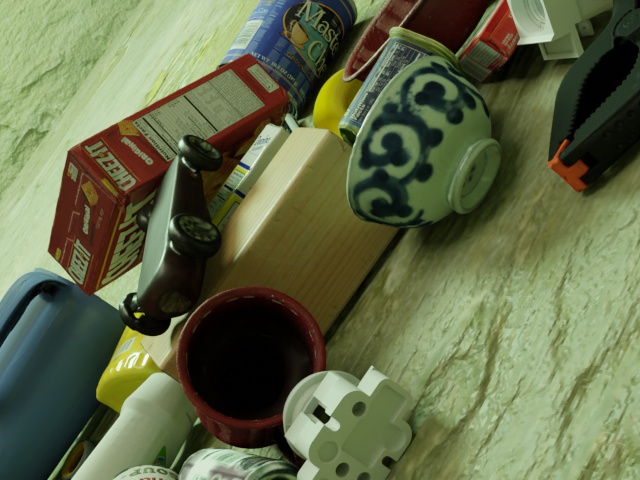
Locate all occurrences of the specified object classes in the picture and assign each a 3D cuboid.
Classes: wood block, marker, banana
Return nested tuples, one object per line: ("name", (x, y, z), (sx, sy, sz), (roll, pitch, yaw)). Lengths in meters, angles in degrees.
("wood block", (-0.033, 0.025, 0.795), (0.206, 0.090, 0.090), (-54, 19, -5))
("marker", (-0.024, -0.105, 1.083), (0.020, 0.020, 0.121), (-49, 21, 9))
("banana", (0.023, -0.117, 0.981), (0.070, 0.037, 0.197), (-44, 23, 26))

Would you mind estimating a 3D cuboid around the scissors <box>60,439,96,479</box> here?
("scissors", (-0.207, 0.213, 0.966), (0.202, 0.016, 0.096), (-28, 32, 47))

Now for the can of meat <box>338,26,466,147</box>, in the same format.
("can of meat", (0.063, -0.091, 0.777), (0.057, 0.102, 0.084), (28, 82, 26))

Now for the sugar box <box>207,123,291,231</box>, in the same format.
("sugar box", (-0.056, 0.001, 0.881), (0.176, 0.093, 0.048), (-54, 23, -5))

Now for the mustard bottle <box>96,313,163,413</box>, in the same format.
("mustard bottle", (-0.143, 0.068, 1.004), (0.096, 0.058, 0.191), (-35, 27, 44))

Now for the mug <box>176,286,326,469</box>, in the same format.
("mug", (-0.038, 0.097, 0.690), (0.093, 0.117, 0.081), (-32, -19, -16))

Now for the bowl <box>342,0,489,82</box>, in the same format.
("bowl", (0.087, -0.178, 0.858), (0.162, 0.055, 0.162), (-51, 12, 15))

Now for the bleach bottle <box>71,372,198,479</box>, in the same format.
("bleach bottle", (-0.162, 0.199, 0.821), (0.250, 0.068, 0.103), (-58, -11, -28))

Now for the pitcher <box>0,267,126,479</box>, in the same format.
("pitcher", (-0.290, 0.152, 1.041), (0.242, 0.149, 0.145), (-60, 18, -17))

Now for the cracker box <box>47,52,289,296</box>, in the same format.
("cracker box", (-0.138, -0.059, 0.983), (0.213, 0.072, 0.164), (-36, -14, -35))

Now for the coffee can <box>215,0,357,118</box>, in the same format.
("coffee can", (-0.036, -0.214, 1.164), (0.103, 0.102, 0.140), (-8, 49, 61))

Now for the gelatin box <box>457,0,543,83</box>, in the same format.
("gelatin box", (0.138, -0.160, 0.787), (0.073, 0.030, 0.089), (-55, 1, -5))
